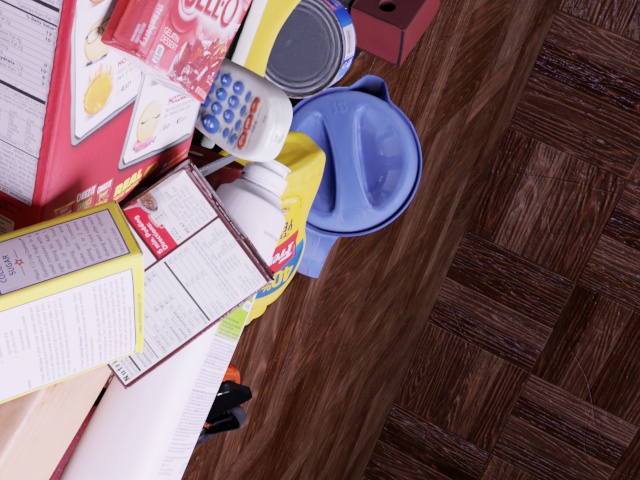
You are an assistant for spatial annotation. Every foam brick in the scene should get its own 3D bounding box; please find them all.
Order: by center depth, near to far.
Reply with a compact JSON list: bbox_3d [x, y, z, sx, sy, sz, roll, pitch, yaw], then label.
[{"bbox_3d":[0.065,-0.198,0.910,0.078,0.053,0.051,-58,166,-25],"label":"foam brick"}]

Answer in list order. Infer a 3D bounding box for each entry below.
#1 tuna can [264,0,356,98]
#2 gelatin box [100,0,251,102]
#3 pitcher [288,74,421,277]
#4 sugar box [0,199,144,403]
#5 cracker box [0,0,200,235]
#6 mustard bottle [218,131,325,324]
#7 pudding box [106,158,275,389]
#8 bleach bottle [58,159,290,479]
[{"bbox_3d":[-0.015,-0.159,0.853,0.033,0.086,0.086,-42,156,-60],"label":"tuna can"},{"bbox_3d":[-0.067,-0.116,0.534,0.073,0.030,0.089,-65,167,-1],"label":"gelatin box"},{"bbox_3d":[0.019,-0.054,1.047,0.149,0.145,0.243,-27,177,-1],"label":"pitcher"},{"bbox_3d":[-0.176,0.046,0.527,0.176,0.048,0.093,-17,146,-21],"label":"sugar box"},{"bbox_3d":[-0.116,-0.120,0.568,0.164,0.072,0.214,-45,157,-56],"label":"cracker box"},{"bbox_3d":[-0.056,0.001,0.896,0.096,0.058,0.192,-22,143,-32],"label":"mustard bottle"},{"bbox_3d":[-0.097,0.020,0.636,0.113,0.090,0.039,-36,-173,4],"label":"pudding box"},{"bbox_3d":[-0.085,0.062,0.711,0.251,0.068,0.102,-65,170,-5],"label":"bleach bottle"}]
